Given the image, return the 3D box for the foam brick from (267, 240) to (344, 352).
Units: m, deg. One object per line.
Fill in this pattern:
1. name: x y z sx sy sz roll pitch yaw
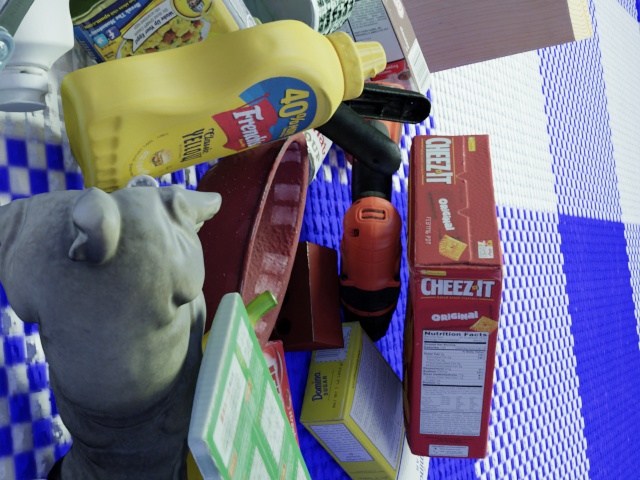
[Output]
1. foam brick: -0.018 0.045 0.809 0.051 0.053 0.078 15 69 -61

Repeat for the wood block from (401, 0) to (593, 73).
1. wood block: 0.146 -0.217 1.034 0.090 0.206 0.091 -28 107 -62

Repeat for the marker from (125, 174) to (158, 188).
1. marker: -0.099 -0.012 0.650 0.121 0.020 0.020 88 2 -75

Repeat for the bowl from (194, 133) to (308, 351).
1. bowl: -0.055 0.001 0.708 0.162 0.055 0.162 14 89 -82

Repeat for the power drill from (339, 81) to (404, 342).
1. power drill: 0.044 -0.025 0.907 0.184 0.057 0.187 92 -1 -57

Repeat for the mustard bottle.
1. mustard bottle: -0.051 -0.084 0.623 0.096 0.191 0.058 108 -40 -64

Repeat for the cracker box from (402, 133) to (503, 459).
1. cracker box: 0.102 0.046 0.863 0.164 0.072 0.214 -85 174 -49

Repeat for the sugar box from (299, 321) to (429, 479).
1. sugar box: 0.043 0.154 0.907 0.176 0.048 0.093 58 34 -44

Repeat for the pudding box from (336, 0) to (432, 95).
1. pudding box: 0.036 -0.168 0.934 0.113 0.090 0.039 64 33 -32

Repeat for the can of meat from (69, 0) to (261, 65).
1. can of meat: -0.097 -0.134 0.654 0.084 0.102 0.057 55 5 -37

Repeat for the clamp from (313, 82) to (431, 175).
1. clamp: -0.006 -0.097 0.754 0.120 0.171 0.039 -74 180 -66
